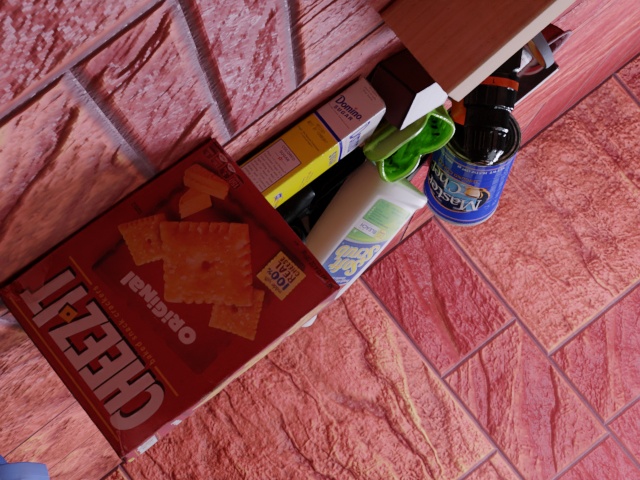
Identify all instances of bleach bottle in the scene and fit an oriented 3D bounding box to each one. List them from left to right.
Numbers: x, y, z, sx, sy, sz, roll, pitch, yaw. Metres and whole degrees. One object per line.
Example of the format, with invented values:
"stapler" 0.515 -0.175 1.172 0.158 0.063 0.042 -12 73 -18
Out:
"bleach bottle" 0.020 0.021 1.327 0.102 0.068 0.251 24 107 -45

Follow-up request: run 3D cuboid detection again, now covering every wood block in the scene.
"wood block" 0.161 -0.219 0.891 0.206 0.090 0.090 -41 173 13

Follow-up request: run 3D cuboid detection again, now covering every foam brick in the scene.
"foam brick" 0.092 -0.157 1.066 0.078 0.051 0.053 -33 158 -38

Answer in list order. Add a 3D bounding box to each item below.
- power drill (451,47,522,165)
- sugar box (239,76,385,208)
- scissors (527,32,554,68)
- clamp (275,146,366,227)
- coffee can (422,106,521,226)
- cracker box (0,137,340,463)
"power drill" 0.170 -0.163 1.095 0.187 0.057 0.184 3 95 -89
"sugar box" -0.019 -0.081 1.039 0.176 0.048 0.093 -35 174 -16
"scissors" 0.205 -0.254 1.134 0.016 0.096 0.201 -36 143 7
"clamp" -0.015 -0.054 1.286 0.120 0.039 0.172 -29 175 -33
"coffee can" 0.191 -0.098 1.365 0.102 0.103 0.140 -36 158 -22
"cracker box" -0.117 0.045 0.845 0.213 0.164 0.072 -37 172 -15
